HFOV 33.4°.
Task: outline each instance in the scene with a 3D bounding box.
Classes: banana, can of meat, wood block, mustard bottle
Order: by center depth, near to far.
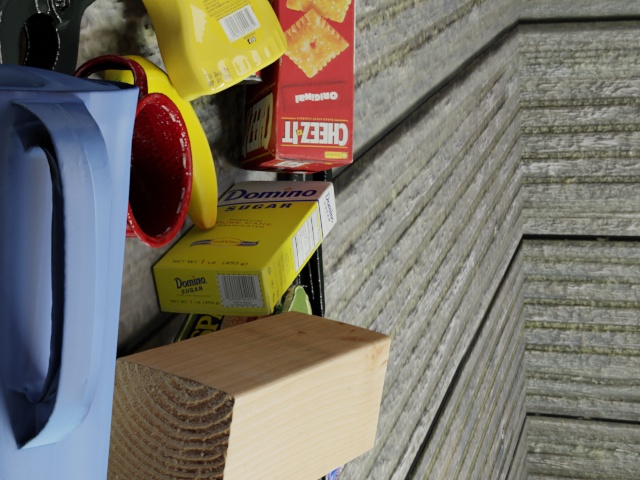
[{"bbox_3d":[-0.042,0.112,0.713,0.205,0.090,0.091,-11,111,-61],"label":"wood block"},{"bbox_3d":[-0.097,-0.200,0.739,0.096,0.058,0.191,-38,111,-40],"label":"mustard bottle"},{"bbox_3d":[-0.115,-0.078,0.778,0.197,0.037,0.069,57,44,-60],"label":"banana"},{"bbox_3d":[-0.061,0.079,0.873,0.102,0.084,0.057,-67,152,-46],"label":"can of meat"}]

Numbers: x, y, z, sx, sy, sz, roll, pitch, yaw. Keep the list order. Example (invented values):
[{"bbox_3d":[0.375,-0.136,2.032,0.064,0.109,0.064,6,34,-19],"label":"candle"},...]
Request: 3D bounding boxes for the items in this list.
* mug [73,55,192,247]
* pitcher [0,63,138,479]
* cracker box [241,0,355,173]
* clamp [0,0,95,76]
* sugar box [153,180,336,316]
[{"bbox_3d":[-0.134,-0.055,0.652,0.093,0.082,0.117,3,88,-71],"label":"mug"},{"bbox_3d":[-0.152,0.039,0.509,0.149,0.145,0.243,-55,149,-77],"label":"pitcher"},{"bbox_3d":[-0.022,-0.167,0.895,0.164,0.072,0.214,-178,-91,-77],"label":"cracker box"},{"bbox_3d":[-0.167,-0.149,0.617,0.120,0.039,0.171,50,46,-46],"label":"clamp"},{"bbox_3d":[-0.056,0.001,0.870,0.176,0.093,0.048,-58,145,-57],"label":"sugar box"}]
